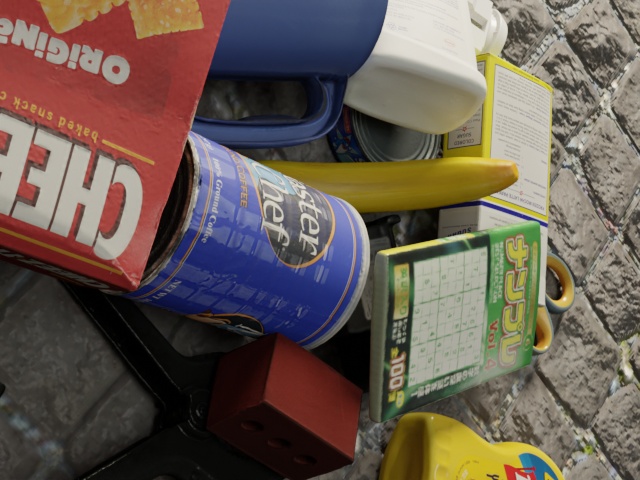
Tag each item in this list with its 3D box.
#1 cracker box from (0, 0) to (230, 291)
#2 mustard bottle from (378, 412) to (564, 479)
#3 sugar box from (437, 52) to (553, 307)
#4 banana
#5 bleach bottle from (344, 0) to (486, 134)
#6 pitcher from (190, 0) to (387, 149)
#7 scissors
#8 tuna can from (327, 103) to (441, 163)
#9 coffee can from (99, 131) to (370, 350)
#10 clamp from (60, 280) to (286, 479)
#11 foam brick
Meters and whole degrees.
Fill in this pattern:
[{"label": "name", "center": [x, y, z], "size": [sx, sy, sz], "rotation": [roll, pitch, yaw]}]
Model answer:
[{"label": "cracker box", "center": [-0.133, -0.102, 0.489], "size": [0.164, 0.072, 0.213], "rotation": [23, 77, -35]}, {"label": "mustard bottle", "center": [0.130, 0.193, 0.779], "size": [0.191, 0.058, 0.096], "rotation": [23, 68, -33]}, {"label": "sugar box", "center": [0.132, -0.042, 0.804], "size": [0.093, 0.048, 0.176], "rotation": [15, 78, -44]}, {"label": "banana", "center": [0.032, -0.037, 0.721], "size": [0.197, 0.070, 0.037], "rotation": [-1, 88, -13]}, {"label": "bleach bottle", "center": [0.061, -0.204, 0.775], "size": [0.102, 0.068, 0.251], "rotation": [15, 58, -23]}, {"label": "pitcher", "center": [-0.086, -0.146, 0.636], "size": [0.242, 0.145, 0.149], "rotation": [-8, 46, -35]}, {"label": "scissors", "center": [0.154, -0.007, 0.862], "size": [0.096, 0.016, 0.202], "rotation": [-23, 96, -39]}, {"label": "tuna can", "center": [0.046, -0.084, 0.782], "size": [0.085, 0.034, 0.086], "rotation": [8, 77, -36]}, {"label": "coffee can", "center": [-0.054, 0.001, 0.633], "size": [0.140, 0.103, 0.103], "rotation": [23, 68, -42]}, {"label": "clamp", "center": [-0.085, 0.113, 0.635], "size": [0.209, 0.036, 0.164], "rotation": [30, 54, -32]}, {"label": "foam brick", "center": [-0.021, 0.100, 0.638], "size": [0.078, 0.053, 0.051], "rotation": [37, 44, -28]}]
